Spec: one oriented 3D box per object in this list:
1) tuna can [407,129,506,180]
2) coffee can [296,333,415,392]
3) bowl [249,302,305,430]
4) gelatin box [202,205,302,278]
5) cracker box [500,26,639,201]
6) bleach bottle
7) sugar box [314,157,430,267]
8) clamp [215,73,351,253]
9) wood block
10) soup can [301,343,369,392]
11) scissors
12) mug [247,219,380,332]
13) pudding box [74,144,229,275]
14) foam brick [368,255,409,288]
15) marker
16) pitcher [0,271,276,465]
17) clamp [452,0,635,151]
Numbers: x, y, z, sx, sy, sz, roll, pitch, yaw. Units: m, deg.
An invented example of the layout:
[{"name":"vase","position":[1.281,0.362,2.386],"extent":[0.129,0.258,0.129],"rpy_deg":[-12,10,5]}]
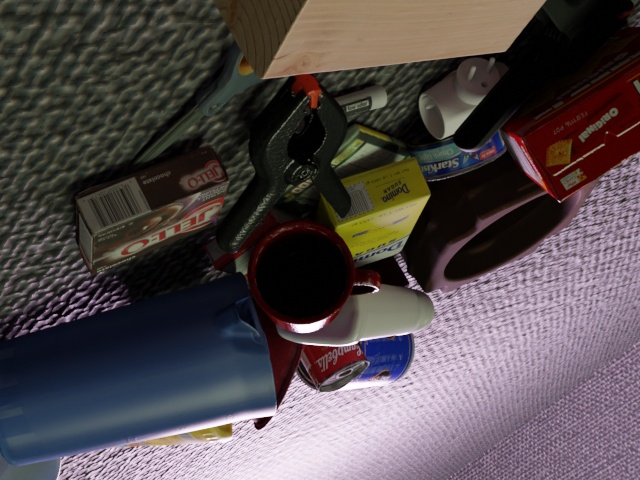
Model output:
[{"name":"tuna can","position":[0.123,-0.085,0.969],"extent":[0.086,0.034,0.086],"rpy_deg":[-19,-166,5]},{"name":"coffee can","position":[0.042,0.135,1.343],"extent":[0.103,0.103,0.140],"rpy_deg":[-39,158,24]},{"name":"bowl","position":[-0.064,0.121,1.157],"extent":[0.055,0.162,0.162],"rpy_deg":[21,141,-11]},{"name":"gelatin box","position":[-0.056,0.001,0.994],"extent":[0.073,0.030,0.089],"rpy_deg":[-37,159,14]},{"name":"cracker box","position":[0.244,-0.119,0.939],"extent":[0.164,0.072,0.213],"rpy_deg":[-33,-172,8]},{"name":"bleach bottle","position":[0.059,0.073,1.119],"extent":[0.103,0.068,0.250],"rpy_deg":[0,176,31]},{"name":"sugar box","position":[0.042,-0.017,1.014],"extent":[0.093,0.048,0.176],"rpy_deg":[-18,163,-9]},{"name":"clamp","position":[-0.012,-0.061,0.826],"extent":[0.120,0.039,0.172],"rpy_deg":[-18,148,-34]},{"name":"wood block","position":[0.043,-0.167,0.641],"extent":[0.205,0.090,0.091],"rpy_deg":[-13,154,-37]},{"name":"soup can","position":[0.004,0.116,1.243],"extent":[0.068,0.102,0.068],"rpy_deg":[-26,160,-11]},{"name":"scissors","position":[-0.059,-0.106,0.755],"extent":[0.096,0.016,0.202],"rpy_deg":[-17,163,-44]},{"name":"mug","position":[-0.005,0.036,0.955],"extent":[0.117,0.093,0.081],"rpy_deg":[-1,165,0]},{"name":"pudding box","position":[-0.129,-0.022,0.814],"extent":[0.113,0.039,0.090],"rpy_deg":[-21,164,-19]},{"name":"foam brick","position":[0.068,0.054,1.261],"extent":[0.053,0.051,0.078],"rpy_deg":[-25,159,-10]},{"name":"marker","position":[-0.001,-0.101,0.841],"extent":[0.120,0.020,0.020],"rpy_deg":[-19,157,-27]},{"name":"pitcher","position":[-0.167,0.123,0.952],"extent":[0.242,0.149,0.145],"rpy_deg":[-13,-159,-11]},{"name":"clamp","position":[0.193,-0.176,0.870],"extent":[0.209,0.036,0.165],"rpy_deg":[-33,148,-32]}]
